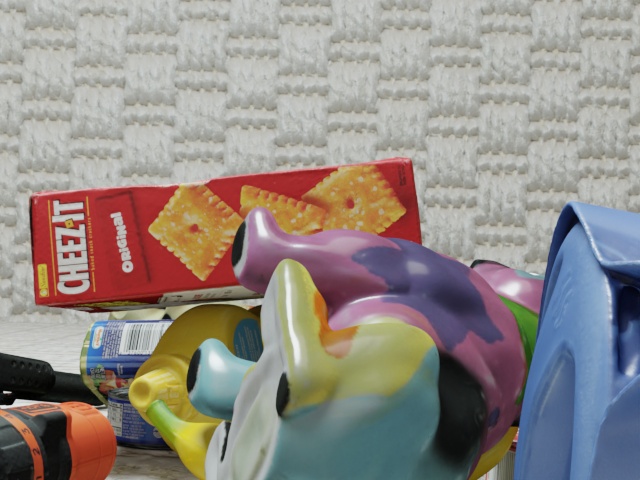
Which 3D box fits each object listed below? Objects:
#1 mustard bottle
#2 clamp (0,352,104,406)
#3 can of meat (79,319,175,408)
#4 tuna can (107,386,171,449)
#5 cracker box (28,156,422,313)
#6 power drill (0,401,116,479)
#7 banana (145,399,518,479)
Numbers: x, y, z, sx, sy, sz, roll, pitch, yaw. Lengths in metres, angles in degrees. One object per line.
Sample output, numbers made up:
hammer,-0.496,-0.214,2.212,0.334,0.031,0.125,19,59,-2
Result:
mustard bottle,-0.056,0.087,0.653,0.058,0.096,0.191,0,-3,24
clamp,-0.258,0.108,0.816,0.164,0.036,0.210,0,-12,-1
can of meat,-0.128,0.099,0.824,0.084,0.057,0.102,-1,-30,11
tuna can,-0.102,0.120,0.727,0.086,0.034,0.086,2,-3,0
cracker box,-0.054,0.001,0.659,0.213,0.072,0.164,-5,-5,-3
power drill,-0.203,0.095,0.467,0.188,0.057,0.184,4,-6,12
banana,0.018,0.102,0.516,0.197,0.069,0.037,5,-46,-19
